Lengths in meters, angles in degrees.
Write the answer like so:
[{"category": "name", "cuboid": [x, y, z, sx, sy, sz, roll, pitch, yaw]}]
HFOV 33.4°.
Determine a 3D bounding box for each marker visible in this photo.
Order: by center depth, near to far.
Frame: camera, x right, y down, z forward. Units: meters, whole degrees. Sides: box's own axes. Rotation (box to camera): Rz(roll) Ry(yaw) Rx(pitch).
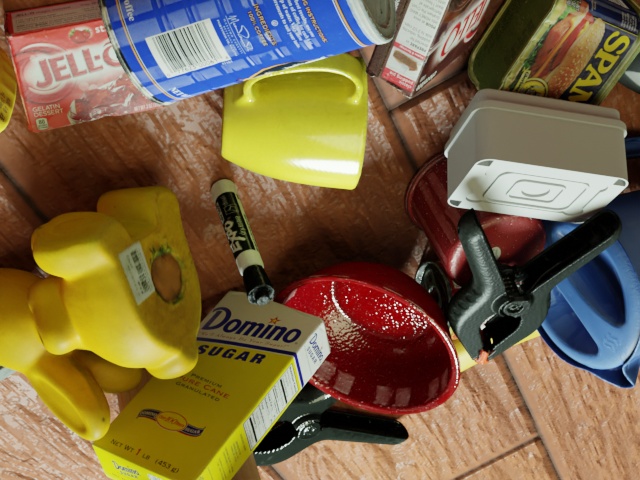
[{"category": "marker", "cuboid": [-0.055, 0.001, 0.745, 0.020, 0.121, 0.020, -11, 134, -12]}]

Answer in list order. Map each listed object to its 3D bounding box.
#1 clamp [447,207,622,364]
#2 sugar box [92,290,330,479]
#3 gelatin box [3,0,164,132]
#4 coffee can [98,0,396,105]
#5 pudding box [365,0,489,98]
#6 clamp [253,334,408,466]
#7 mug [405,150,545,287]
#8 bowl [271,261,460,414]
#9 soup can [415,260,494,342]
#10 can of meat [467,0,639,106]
[{"category": "clamp", "cuboid": [0.132, 0.032, 0.789, 0.120, 0.039, 0.172, 11, 134, -16]}, {"category": "sugar box", "cuboid": [-0.077, 0.115, 0.799, 0.176, 0.093, 0.048, -52, 144, -35]}, {"category": "gelatin box", "cuboid": [-0.147, -0.111, 0.669, 0.089, 0.030, 0.073, -12, 134, -12]}, {"category": "coffee can", "cuboid": [-0.040, -0.143, 0.602, 0.140, 0.103, 0.102, -13, 138, 18]}, {"category": "pudding box", "cuboid": [0.079, -0.152, 0.675, 0.113, 0.039, 0.090, -41, 157, -51]}, {"category": "clamp", "cuboid": [-0.011, 0.150, 0.961, 0.209, 0.036, 0.165, -11, 133, -16]}, {"category": "mug", "cuboid": [0.132, -0.022, 0.829, 0.117, 0.081, 0.093, -35, 134, 11]}, {"category": "bowl", "cuboid": [0.042, 0.069, 0.864, 0.162, 0.055, 0.162, 15, 138, 14]}, {"category": "soup can", "cuboid": [0.139, 0.048, 0.906, 0.102, 0.068, 0.069, -4, 132, -20]}, {"category": "can of meat", "cuboid": [0.166, -0.137, 0.756, 0.083, 0.057, 0.102, 14, 125, -29]}]
